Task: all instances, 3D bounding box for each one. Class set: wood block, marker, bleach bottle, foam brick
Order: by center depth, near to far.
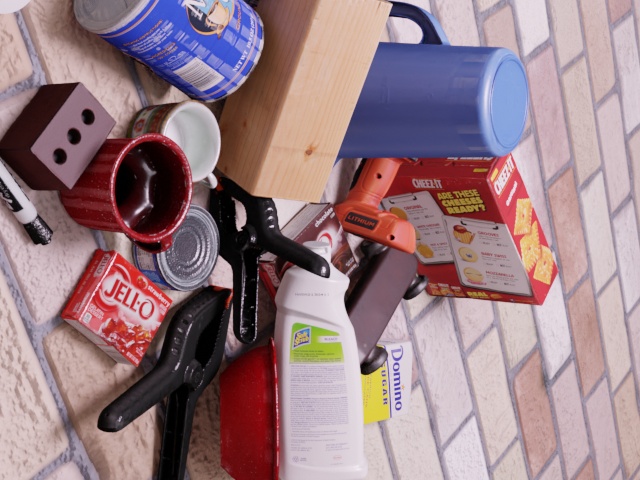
[{"bbox_3d":[-0.256,-0.043,0.876,0.020,0.020,0.121,-53,132,-33],"label":"marker"},{"bbox_3d":[-0.221,-0.087,0.890,0.053,0.051,0.078,52,56,-40],"label":"foam brick"},{"bbox_3d":[-0.023,-0.150,1.029,0.090,0.090,0.206,5,114,-41],"label":"wood block"},{"bbox_3d":[0.002,0.126,1.115,0.102,0.068,0.251,-1,103,-9],"label":"bleach bottle"}]

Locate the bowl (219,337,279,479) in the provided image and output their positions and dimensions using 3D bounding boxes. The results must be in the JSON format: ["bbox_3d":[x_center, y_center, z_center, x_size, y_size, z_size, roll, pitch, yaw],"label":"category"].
[{"bbox_3d":[-0.072,0.178,1.061,0.162,0.055,0.162,179,-90,-84],"label":"bowl"}]

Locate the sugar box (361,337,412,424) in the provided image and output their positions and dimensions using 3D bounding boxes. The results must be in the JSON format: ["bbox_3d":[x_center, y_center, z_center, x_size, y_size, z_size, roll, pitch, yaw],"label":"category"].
[{"bbox_3d":[0.044,0.167,1.250,0.175,0.048,0.093,-2,95,-50],"label":"sugar box"}]

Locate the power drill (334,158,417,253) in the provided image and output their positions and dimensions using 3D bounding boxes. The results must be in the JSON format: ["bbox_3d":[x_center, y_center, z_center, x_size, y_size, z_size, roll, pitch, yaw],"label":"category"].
[{"bbox_3d":[0.099,-0.084,1.197,0.057,0.185,0.187,26,83,-49],"label":"power drill"}]

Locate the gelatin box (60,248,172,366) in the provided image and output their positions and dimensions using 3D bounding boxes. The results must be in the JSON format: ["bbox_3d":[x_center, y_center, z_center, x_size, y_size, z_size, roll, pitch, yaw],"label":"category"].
[{"bbox_3d":[-0.184,0.061,0.969,0.089,0.030,0.073,49,57,-42],"label":"gelatin box"}]

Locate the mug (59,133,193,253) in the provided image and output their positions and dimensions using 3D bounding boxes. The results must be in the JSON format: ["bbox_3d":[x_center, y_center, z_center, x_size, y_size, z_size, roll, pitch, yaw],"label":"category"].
[{"bbox_3d":[-0.168,-0.038,0.935,0.093,0.082,0.117,-49,129,-34],"label":"mug"}]

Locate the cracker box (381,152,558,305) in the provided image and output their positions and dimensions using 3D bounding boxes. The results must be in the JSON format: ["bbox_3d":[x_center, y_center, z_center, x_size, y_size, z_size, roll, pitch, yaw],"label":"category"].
[{"bbox_3d":[0.179,-0.020,1.302,0.072,0.164,0.213,-57,133,-33],"label":"cracker box"}]

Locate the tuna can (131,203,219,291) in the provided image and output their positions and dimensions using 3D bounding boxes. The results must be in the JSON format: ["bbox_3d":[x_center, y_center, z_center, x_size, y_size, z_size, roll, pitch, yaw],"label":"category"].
[{"bbox_3d":[-0.136,0.006,1.018,0.085,0.034,0.086,-7,100,-51],"label":"tuna can"}]

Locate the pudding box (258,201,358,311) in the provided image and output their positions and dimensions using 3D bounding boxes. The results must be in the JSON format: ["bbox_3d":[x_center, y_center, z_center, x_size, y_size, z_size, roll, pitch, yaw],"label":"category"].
[{"bbox_3d":[-0.015,0.025,1.166,0.113,0.039,0.090,-48,128,-37],"label":"pudding box"}]

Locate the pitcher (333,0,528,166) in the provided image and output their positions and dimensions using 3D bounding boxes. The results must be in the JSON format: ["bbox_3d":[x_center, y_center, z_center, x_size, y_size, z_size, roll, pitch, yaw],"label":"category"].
[{"bbox_3d":[0.087,-0.156,1.110,0.144,0.243,0.149,-57,137,-34],"label":"pitcher"}]

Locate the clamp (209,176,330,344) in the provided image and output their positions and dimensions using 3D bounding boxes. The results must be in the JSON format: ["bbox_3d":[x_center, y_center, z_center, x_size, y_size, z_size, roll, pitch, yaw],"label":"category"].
[{"bbox_3d":[-0.057,0.001,1.032,0.039,0.120,0.171,22,43,-58],"label":"clamp"}]

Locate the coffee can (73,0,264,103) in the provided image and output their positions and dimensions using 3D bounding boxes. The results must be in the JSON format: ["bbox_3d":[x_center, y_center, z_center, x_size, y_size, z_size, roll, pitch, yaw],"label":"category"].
[{"bbox_3d":[-0.132,-0.198,0.946,0.140,0.103,0.103,31,70,-48],"label":"coffee can"}]

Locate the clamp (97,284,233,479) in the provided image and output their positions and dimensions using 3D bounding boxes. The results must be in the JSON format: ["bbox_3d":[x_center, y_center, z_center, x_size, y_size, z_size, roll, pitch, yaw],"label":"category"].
[{"bbox_3d":[-0.133,0.138,1.026,0.164,0.036,0.209,75,33,-46],"label":"clamp"}]
